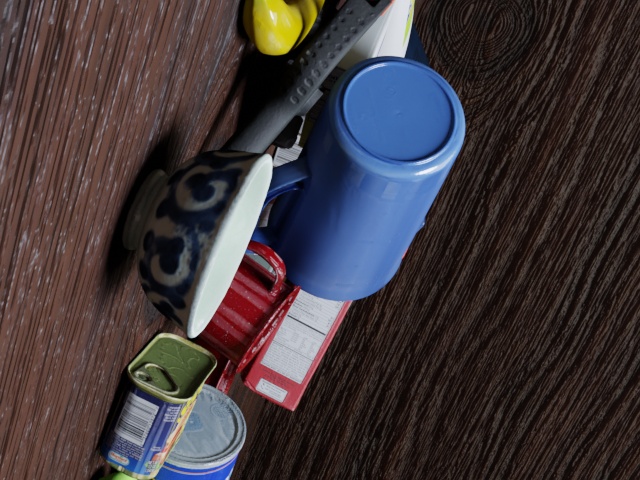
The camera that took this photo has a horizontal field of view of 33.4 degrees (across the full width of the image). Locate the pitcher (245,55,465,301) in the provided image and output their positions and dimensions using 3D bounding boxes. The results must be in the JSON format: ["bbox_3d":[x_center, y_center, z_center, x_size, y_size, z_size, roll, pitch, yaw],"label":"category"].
[{"bbox_3d":[0.026,-0.047,0.899,0.149,0.145,0.243,-53,175,-25],"label":"pitcher"}]

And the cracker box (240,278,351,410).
[{"bbox_3d":[-0.013,0.067,1.194,0.214,0.072,0.164,-62,-175,3],"label":"cracker box"}]

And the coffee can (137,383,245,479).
[{"bbox_3d":[-0.136,0.215,0.996,0.102,0.103,0.140,-63,174,-56],"label":"coffee can"}]

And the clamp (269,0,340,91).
[{"bbox_3d":[-0.002,-0.201,0.913,0.120,0.039,0.171,95,10,-59],"label":"clamp"}]

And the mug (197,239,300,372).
[{"bbox_3d":[-0.072,0.046,0.921,0.093,0.081,0.117,-48,172,-50],"label":"mug"}]

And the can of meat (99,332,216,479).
[{"bbox_3d":[-0.136,0.137,0.883,0.084,0.057,0.102,-65,177,19],"label":"can of meat"}]

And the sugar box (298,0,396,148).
[{"bbox_3d":[0.022,-0.149,0.950,0.176,0.048,0.093,104,9,-69],"label":"sugar box"}]

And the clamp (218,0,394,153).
[{"bbox_3d":[-0.024,-0.107,0.793,0.210,0.036,0.164,-47,-174,29],"label":"clamp"}]

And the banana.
[{"bbox_3d":[-0.022,-0.171,0.775,0.197,0.037,0.070,-59,174,-71],"label":"banana"}]
